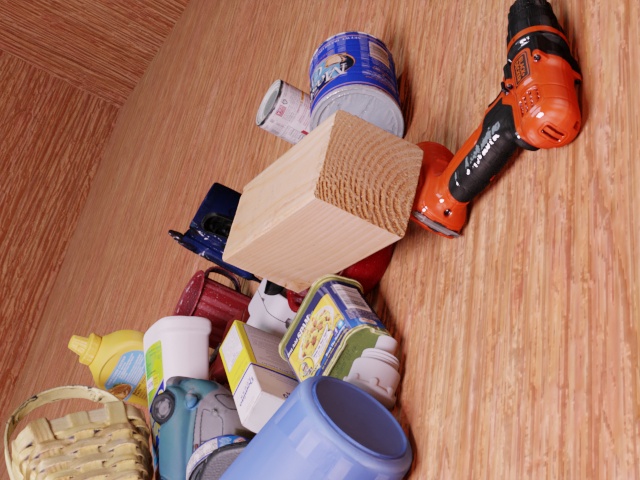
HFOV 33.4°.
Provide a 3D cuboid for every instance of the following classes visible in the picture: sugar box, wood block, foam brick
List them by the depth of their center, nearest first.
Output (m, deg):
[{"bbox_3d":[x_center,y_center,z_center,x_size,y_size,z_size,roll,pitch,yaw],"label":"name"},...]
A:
[{"bbox_3d":[-0.002,-0.030,0.981,0.206,0.090,0.090,-32,39,60],"label":"wood block"},{"bbox_3d":[-0.041,0.143,1.041,0.048,0.093,0.176,-61,18,12],"label":"sugar box"},{"bbox_3d":[-0.085,0.129,1.244,0.051,0.053,0.078,-39,30,52],"label":"foam brick"}]

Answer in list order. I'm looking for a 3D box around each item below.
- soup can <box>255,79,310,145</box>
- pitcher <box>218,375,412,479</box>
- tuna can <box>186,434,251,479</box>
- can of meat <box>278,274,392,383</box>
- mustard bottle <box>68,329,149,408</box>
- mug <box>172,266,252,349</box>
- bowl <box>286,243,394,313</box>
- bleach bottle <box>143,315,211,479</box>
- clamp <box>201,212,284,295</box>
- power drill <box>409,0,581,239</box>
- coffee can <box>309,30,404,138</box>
[{"bbox_3d":[-0.024,-0.155,1.368,0.069,0.102,0.068,-53,21,31],"label":"soup can"},{"bbox_3d":[-0.037,0.233,0.855,0.243,0.144,0.149,-55,41,18],"label":"pitcher"},{"bbox_3d":[-0.092,0.238,1.066,0.086,0.086,0.034,-59,17,16],"label":"tuna can"},{"bbox_3d":[0.014,0.097,0.981,0.102,0.057,0.084,-61,33,19],"label":"can of meat"},{"bbox_3d":[-0.233,0.167,1.375,0.096,0.191,0.058,-56,20,23],"label":"mustard bottle"},{"bbox_3d":[-0.136,0.087,1.390,0.093,0.081,0.117,-44,27,47],"label":"mug"},{"bbox_3d":[0.029,0.010,1.083,0.162,0.055,0.162,-53,21,31],"label":"bowl"},{"bbox_3d":[-0.161,0.221,1.230,0.103,0.068,0.251,-39,51,56],"label":"bleach bottle"},{"bbox_3d":[-0.058,0.001,1.200,0.039,0.120,0.171,-47,-9,22],"label":"clamp"},{"bbox_3d":[0.144,-0.105,0.918,0.188,0.057,0.184,-50,23,37],"label":"power drill"},{"bbox_3d":[0.038,-0.161,1.206,0.103,0.102,0.140,-53,21,30],"label":"coffee can"}]
